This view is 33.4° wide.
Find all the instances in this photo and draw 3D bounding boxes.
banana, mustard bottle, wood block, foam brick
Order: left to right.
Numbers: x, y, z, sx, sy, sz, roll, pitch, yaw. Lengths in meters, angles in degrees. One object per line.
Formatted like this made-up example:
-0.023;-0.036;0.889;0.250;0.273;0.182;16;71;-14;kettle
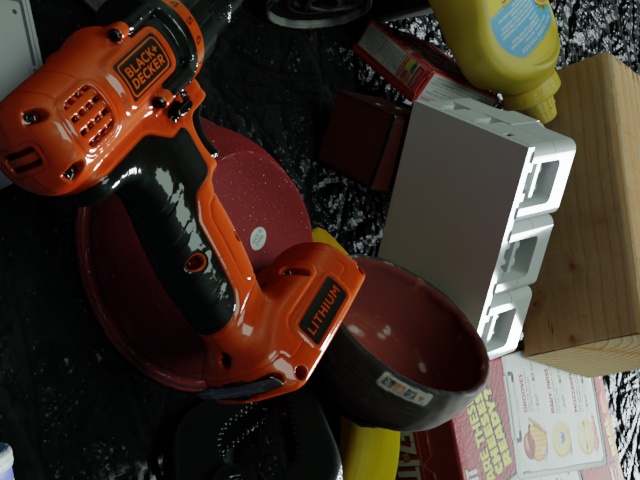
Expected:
0.020;0.091;0.665;0.069;0.037;0.198;13;71;-48;banana
0.046;-0.064;0.712;0.078;0.053;0.051;1;112;-51;foam brick
0.114;-0.161;0.720;0.191;0.058;0.096;58;46;-23;mustard bottle
0.199;-0.016;0.769;0.090;0.090;0.206;20;61;-44;wood block

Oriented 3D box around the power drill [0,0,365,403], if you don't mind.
-0.052;-0.031;0.510;0.187;0.057;0.184;57;40;-21;power drill

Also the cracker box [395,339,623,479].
0.135;0.159;0.759;0.213;0.072;0.164;-6;83;-49;cracker box

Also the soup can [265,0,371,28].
-0.006;-0.196;0.687;0.068;0.069;0.102;5;76;-49;soup can

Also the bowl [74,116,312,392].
-0.054;0.001;0.588;0.161;0.055;0.162;15;69;-47;bowl

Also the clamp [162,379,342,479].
-0.053;0.134;0.531;0.210;0.164;0.036;-77;179;-53;clamp

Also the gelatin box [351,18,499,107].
0.077;-0.119;0.763;0.089;0.030;0.073;11;30;-48;gelatin box
